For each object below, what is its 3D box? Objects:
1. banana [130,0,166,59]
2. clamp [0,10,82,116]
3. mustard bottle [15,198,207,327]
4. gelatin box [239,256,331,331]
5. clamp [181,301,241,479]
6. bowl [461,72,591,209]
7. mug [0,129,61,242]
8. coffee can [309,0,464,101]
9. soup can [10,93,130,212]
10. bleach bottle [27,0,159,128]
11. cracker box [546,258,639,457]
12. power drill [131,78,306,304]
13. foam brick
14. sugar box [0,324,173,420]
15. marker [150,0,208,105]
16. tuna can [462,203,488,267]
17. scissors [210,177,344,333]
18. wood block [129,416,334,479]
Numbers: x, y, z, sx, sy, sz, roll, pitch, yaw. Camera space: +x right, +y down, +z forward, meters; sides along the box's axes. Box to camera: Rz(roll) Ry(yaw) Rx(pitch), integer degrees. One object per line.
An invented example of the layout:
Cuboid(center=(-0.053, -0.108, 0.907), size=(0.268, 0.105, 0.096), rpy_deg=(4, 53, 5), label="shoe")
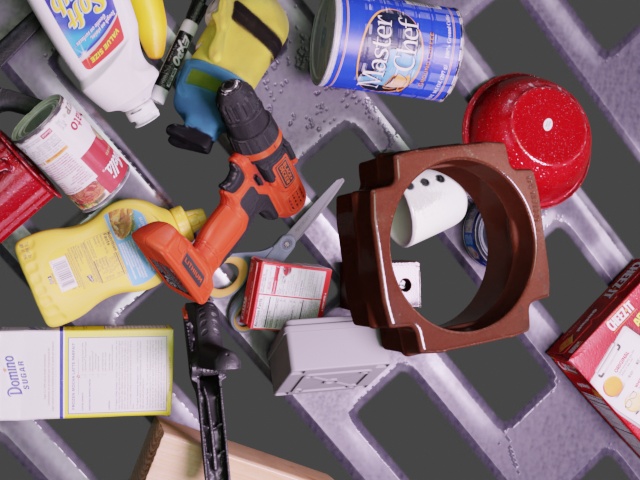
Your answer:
Cuboid(center=(-0.214, -0.279, 1.096), size=(0.070, 0.037, 0.197), rpy_deg=(-41, 100, 13), label="banana")
Cuboid(center=(-0.326, -0.150, 1.069), size=(0.171, 0.039, 0.120), rpy_deg=(-26, 93, -15), label="clamp")
Cuboid(center=(-0.206, 0.010, 1.094), size=(0.191, 0.058, 0.096), rpy_deg=(-23, 95, -12), label="mustard bottle")
Cuboid(center=(-0.038, 0.059, 1.140), size=(0.089, 0.030, 0.073), rpy_deg=(7, 97, -30), label="gelatin box")
Cuboid(center=(-0.111, 0.135, 1.061), size=(0.036, 0.210, 0.165), rpy_deg=(-1, 116, -15), label="clamp")
Cuboid(center=(0.242, -0.119, 1.186), size=(0.162, 0.055, 0.162), rpy_deg=(4, 77, -16), label="bowl")
Cuboid(center=(-0.316, -0.051, 1.038), size=(0.081, 0.117, 0.093), rpy_deg=(-42, 90, -5), label="mug")
Cuboid(center=(0.068, -0.206, 1.133), size=(0.140, 0.103, 0.103), rpy_deg=(6, 91, -15), label="coffee can")
Cuboid(center=(-0.248, -0.086, 1.061), size=(0.068, 0.069, 0.102), rpy_deg=(-46, 120, -9), label="soup can")
Cuboid(center=(-0.227, -0.231, 1.057), size=(0.102, 0.068, 0.251), rpy_deg=(-30, 107, -5), label="bleach bottle")
Cuboid(center=(0.394, 0.152, 1.245), size=(0.164, 0.072, 0.213), rpy_deg=(-45, 100, -9), label="cracker box")
Cuboid(center=(-0.100, -0.044, 1.063), size=(0.187, 0.057, 0.184), rpy_deg=(-49, 139, -20), label="power drill")
Cuboid(center=(0.065, 0.048, 1.167), size=(0.078, 0.051, 0.053), rpy_deg=(-3, 92, -14), label="foam brick")
Cuboid(center=(-0.241, 0.134, 1.098), size=(0.176, 0.048, 0.093), rpy_deg=(1, 92, -11), label="sugar box")
Cuboid(center=(-0.149, -0.201, 1.121), size=(0.020, 0.020, 0.121), rpy_deg=(25, 86, -14), label="marker")
Cuboid(center=(0.207, -0.009, 1.210), size=(0.086, 0.034, 0.086), rpy_deg=(0, 92, -14), label="tuna can")
Cuboid(center=(-0.058, 0.001, 1.152), size=(0.096, 0.016, 0.202), rpy_deg=(28, 86, -19), label="scissors")
Cuboid(center=(-0.089, 0.265, 1.117), size=(0.206, 0.090, 0.091), rpy_deg=(21, 87, -14), label="wood block")
